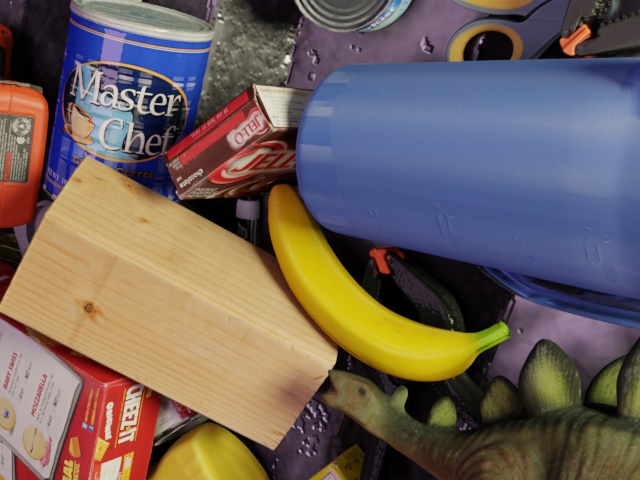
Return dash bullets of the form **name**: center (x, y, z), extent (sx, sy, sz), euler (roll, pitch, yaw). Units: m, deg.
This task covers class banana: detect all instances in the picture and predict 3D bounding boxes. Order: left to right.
- **banana**: center (0.027, 0.036, 0.693), extent (0.198, 0.037, 0.069), euler (34, 82, 27)

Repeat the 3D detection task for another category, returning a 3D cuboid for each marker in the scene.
- **marker**: center (-0.055, 0.001, 0.788), extent (0.020, 0.020, 0.121), euler (12, 105, 31)

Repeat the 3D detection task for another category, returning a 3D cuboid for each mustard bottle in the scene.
- **mustard bottle**: center (-0.125, 0.221, 0.847), extent (0.192, 0.058, 0.096), euler (-34, 98, 33)

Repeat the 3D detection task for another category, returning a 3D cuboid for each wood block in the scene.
- **wood block**: center (-0.096, 0.042, 0.723), extent (0.206, 0.090, 0.091), euler (29, 118, -9)

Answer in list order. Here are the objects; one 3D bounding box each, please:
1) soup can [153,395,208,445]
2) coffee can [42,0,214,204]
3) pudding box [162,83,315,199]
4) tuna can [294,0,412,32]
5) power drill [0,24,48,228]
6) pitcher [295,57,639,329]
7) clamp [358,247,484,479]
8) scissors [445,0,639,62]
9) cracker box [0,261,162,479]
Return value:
- **soup can**: center (-0.123, 0.097, 0.821), extent (0.069, 0.068, 0.102), euler (-36, 79, 33)
- **coffee can**: center (-0.140, -0.097, 0.778), extent (0.103, 0.102, 0.140), euler (24, 111, 28)
- **pudding box**: center (-0.035, -0.064, 0.707), extent (0.090, 0.113, 0.039), euler (-31, 78, 33)
- **tuna can**: center (0.022, -0.179, 0.697), extent (0.086, 0.033, 0.086), euler (6, 102, 32)
- **power drill**: center (-0.265, -0.072, 0.845), extent (0.188, 0.057, 0.184), euler (37, 122, 58)
- **pitcher**: center (0.112, -0.034, 0.617), extent (0.243, 0.144, 0.149), euler (9, 91, 36)
- **clamp**: center (0.074, 0.086, 0.707), extent (0.120, 0.039, 0.171), euler (-8, 91, 19)
- **scissors**: center (0.154, -0.121, 0.631), extent (0.202, 0.016, 0.096), euler (25, 111, 28)
- **cracker box**: center (-0.222, 0.125, 0.814), extent (0.214, 0.071, 0.164), euler (26, 113, 32)
